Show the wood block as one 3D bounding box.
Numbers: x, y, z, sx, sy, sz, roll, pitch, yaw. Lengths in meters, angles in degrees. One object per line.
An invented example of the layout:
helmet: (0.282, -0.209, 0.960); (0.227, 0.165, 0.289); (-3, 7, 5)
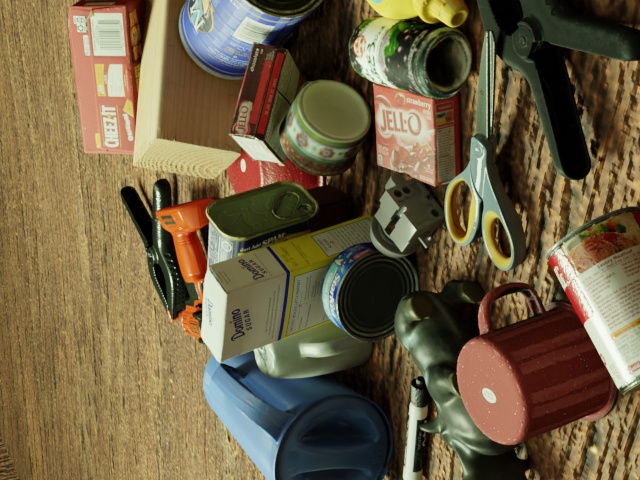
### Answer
wood block: (-0.132, -0.179, 1.099); (0.090, 0.090, 0.206); (149, 126, -61)

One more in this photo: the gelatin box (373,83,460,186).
gelatin box: (0.078, -0.091, 0.884); (0.089, 0.030, 0.073); (28, 128, 55)

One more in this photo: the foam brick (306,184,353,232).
foam brick: (-0.001, -0.008, 1.056); (0.053, 0.051, 0.078); (30, 129, 53)

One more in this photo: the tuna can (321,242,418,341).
tuna can: (0.044, 0.046, 0.961); (0.034, 0.086, 0.086); (29, 128, 57)

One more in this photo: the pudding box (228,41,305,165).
pudding box: (-0.049, -0.126, 1.010); (0.113, 0.039, 0.090); (42, -117, -77)

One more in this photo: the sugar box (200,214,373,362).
sugar box: (-0.023, 0.042, 0.986); (0.048, 0.176, 0.093); (52, 146, 38)

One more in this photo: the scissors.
scissors: (0.132, -0.053, 0.793); (0.096, 0.016, 0.202); (52, 154, 27)

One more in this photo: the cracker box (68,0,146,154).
cracker box: (-0.215, -0.210, 1.218); (0.213, 0.072, 0.164); (-73, -16, -64)

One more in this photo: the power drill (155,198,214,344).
power drill: (-0.147, 0.043, 1.355); (0.185, 0.057, 0.187); (0, 103, 63)

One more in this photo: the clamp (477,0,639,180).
clamp: (0.151, -0.126, 0.720); (0.171, 0.039, 0.120); (59, 145, 40)

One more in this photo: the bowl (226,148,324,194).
bowl: (-0.059, -0.087, 1.123); (0.162, 0.055, 0.162); (39, 137, 49)

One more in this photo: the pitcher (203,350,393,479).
pitcher: (-0.044, 0.180, 1.144); (0.243, 0.144, 0.149); (28, 131, 59)

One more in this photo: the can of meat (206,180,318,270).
can of meat: (-0.056, 0.001, 0.999); (0.057, 0.101, 0.084); (49, 145, 37)

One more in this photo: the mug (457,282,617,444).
mug: (0.151, 0.088, 0.781); (0.093, 0.081, 0.117); (-23, 83, 63)

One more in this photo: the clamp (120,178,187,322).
clamp: (-0.224, 0.010, 1.507); (0.165, 0.036, 0.210); (-17, 90, 64)

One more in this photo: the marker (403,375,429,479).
marker: (0.091, 0.180, 1.012); (0.020, 0.020, 0.121); (41, 138, 48)

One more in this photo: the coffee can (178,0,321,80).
coffee can: (-0.066, -0.226, 1.010); (0.140, 0.102, 0.103); (-34, 73, 62)
